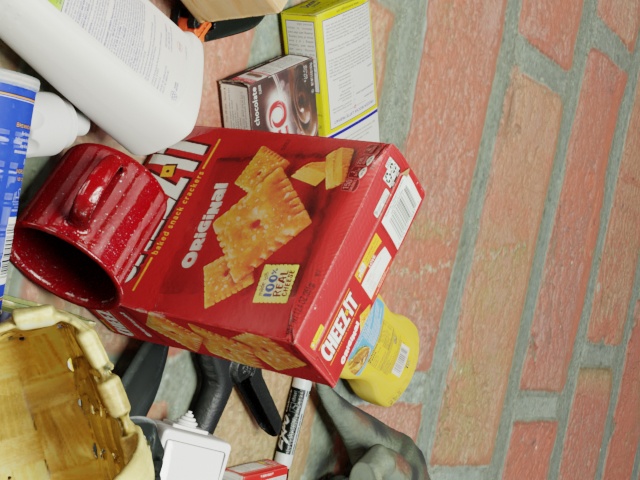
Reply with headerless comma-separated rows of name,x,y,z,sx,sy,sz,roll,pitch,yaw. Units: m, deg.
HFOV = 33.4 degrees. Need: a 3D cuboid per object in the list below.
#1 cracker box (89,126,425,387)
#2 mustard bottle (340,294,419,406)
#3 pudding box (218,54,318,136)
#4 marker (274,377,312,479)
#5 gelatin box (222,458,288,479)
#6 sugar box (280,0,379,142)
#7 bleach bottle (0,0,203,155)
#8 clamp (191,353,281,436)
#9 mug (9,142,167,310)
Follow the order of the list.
cracker box,-0.055,0.001,0.768,0.164,0.214,0.072,-63,141,-24
mustard bottle,0.035,0.094,1.068,0.191,0.058,0.096,43,65,-52
pudding box,-0.041,-0.095,0.919,0.089,0.039,0.113,-34,126,-47
marker,-0.030,0.188,1.034,0.020,0.020,0.121,21,82,-56
gelatin box,-0.067,0.252,0.988,0.073,0.030,0.089,5,95,-58
sugar box,0.012,-0.133,0.984,0.093,0.048,0.176,-34,130,-47
bleach bottle,-0.173,-0.160,0.679,0.250,0.068,0.102,43,36,-46
clamp,-0.071,0.112,0.935,0.120,0.039,0.171,-3,105,-56
mug,-0.154,-0.017,0.717,0.081,0.093,0.117,-63,-179,-31
